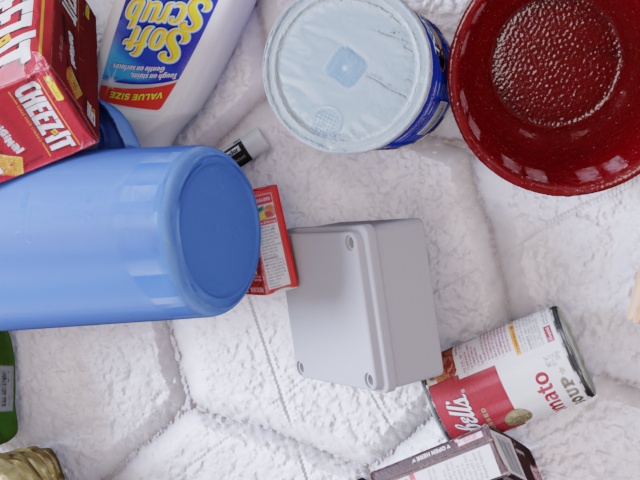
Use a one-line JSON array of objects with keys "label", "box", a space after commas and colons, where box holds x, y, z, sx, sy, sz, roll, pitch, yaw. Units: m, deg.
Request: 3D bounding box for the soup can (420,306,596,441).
[{"label": "soup can", "box": [0.127, 0.094, 0.730, 0.102, 0.068, 0.068, -24, 90, 15]}]

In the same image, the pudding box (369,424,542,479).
[{"label": "pudding box", "box": [0.096, 0.165, 0.723, 0.090, 0.113, 0.039, -26, 61, 15]}]

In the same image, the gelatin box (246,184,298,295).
[{"label": "gelatin box", "box": [-0.055, 0.001, 0.760, 0.030, 0.089, 0.073, -14, 95, -30]}]

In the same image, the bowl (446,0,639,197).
[{"label": "bowl", "box": [0.159, -0.113, 0.695, 0.162, 0.055, 0.162, 0, 107, -1]}]

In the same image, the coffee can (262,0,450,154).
[{"label": "coffee can", "box": [0.031, -0.109, 0.695, 0.103, 0.140, 0.103, 1, 96, 14]}]

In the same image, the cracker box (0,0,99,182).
[{"label": "cracker box", "box": [-0.261, -0.097, 0.719, 0.214, 0.164, 0.072, -21, 132, 6]}]

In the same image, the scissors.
[{"label": "scissors", "box": [0.179, -0.176, 0.716, 0.096, 0.016, 0.202, 4, 97, 13]}]

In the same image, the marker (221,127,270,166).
[{"label": "marker", "box": [-0.092, -0.043, 0.784, 0.121, 0.020, 0.020, -32, 88, 4]}]

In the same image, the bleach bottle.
[{"label": "bleach bottle", "box": [-0.106, -0.138, 0.768, 0.102, 0.068, 0.251, 23, 104, 8]}]

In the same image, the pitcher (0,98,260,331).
[{"label": "pitcher", "box": [-0.165, -0.012, 0.721, 0.243, 0.144, 0.149, -3, 122, 30]}]
